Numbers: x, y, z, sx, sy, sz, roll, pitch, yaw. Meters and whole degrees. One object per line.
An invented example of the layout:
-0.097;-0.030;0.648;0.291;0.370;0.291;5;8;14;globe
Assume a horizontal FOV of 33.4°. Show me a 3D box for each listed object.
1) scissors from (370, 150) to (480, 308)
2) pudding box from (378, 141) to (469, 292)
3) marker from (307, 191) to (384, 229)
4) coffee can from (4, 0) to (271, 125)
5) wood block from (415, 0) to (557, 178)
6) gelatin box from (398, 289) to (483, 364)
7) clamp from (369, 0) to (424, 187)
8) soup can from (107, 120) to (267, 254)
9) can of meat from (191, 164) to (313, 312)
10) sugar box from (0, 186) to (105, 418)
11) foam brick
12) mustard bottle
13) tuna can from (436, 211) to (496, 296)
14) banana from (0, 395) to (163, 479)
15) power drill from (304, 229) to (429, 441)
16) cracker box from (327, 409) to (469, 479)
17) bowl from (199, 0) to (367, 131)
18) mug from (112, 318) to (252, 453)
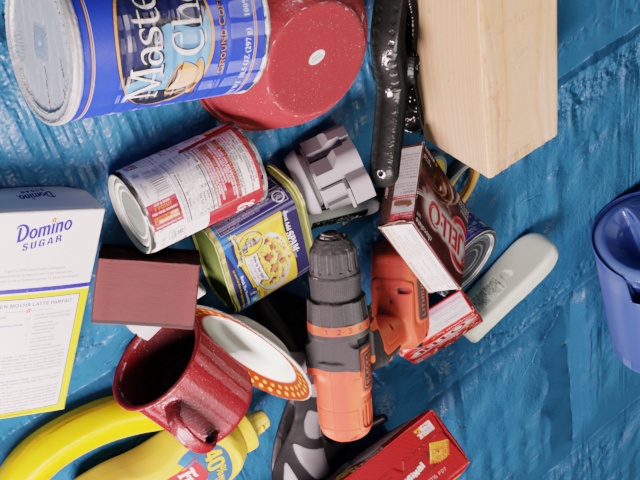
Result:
0.081;-0.006;1.035;0.202;0.016;0.096;-51;138;2;scissors
0.096;-0.019;0.963;0.113;0.039;0.090;47;41;-43;pudding box
0.023;-0.027;0.964;0.120;0.020;0.020;-14;128;-34;marker
-0.118;-0.136;0.692;0.140;0.103;0.103;-15;128;-34;coffee can
0.140;-0.170;0.907;0.090;0.091;0.206;-32;136;-21;wood block
0.120;0.091;1.097;0.089;0.030;0.073;-33;160;6;gelatin box
0.065;-0.141;0.887;0.120;0.039;0.171;-63;156;-65;clamp
-0.100;-0.040;0.807;0.102;0.069;0.068;-27;134;-24;soup can
-0.056;0.001;0.887;0.083;0.057;0.102;-31;136;-19;can of meat
-0.222;0.047;0.782;0.093;0.048;0.176;-3;117;-40;sugar box
-0.133;0.034;0.815;0.078;0.053;0.051;4;103;-9;foam brick
-0.129;0.208;0.974;0.191;0.058;0.096;-28;136;-24;mustard bottle
0.137;0.014;1.071;0.086;0.034;0.086;-36;150;-25;tuna can
-0.198;0.171;0.898;0.197;0.037;0.069;-31;130;-26;banana
0.041;0.061;0.949;0.187;0.057;0.184;-35;126;-60;power drill
0.048;0.258;1.083;0.164;0.072;0.214;-36;172;-16;cracker box
-0.018;-0.146;0.811;0.161;0.055;0.162;-23;132;-28;bowl
-0.108;0.126;0.875;0.093;0.117;0.081;-36;127;12;mug
